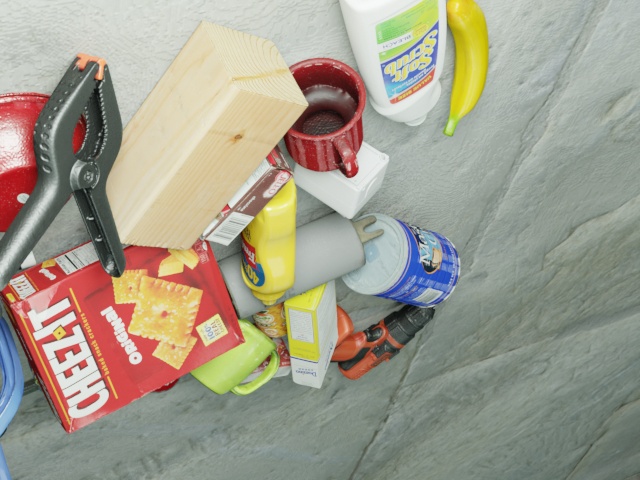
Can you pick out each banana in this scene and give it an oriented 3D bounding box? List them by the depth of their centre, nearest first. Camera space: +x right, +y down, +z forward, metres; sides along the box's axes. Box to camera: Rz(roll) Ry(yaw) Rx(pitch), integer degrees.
[{"bbox_3d":[0.153,-0.192,1.110,0.198,0.037,0.069,80,29,-54],"label":"banana"}]

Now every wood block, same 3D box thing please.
[{"bbox_3d":[-0.117,-0.092,1.001,0.090,0.090,0.206,7,135,-46],"label":"wood block"}]

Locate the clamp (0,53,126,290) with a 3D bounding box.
[{"bbox_3d":[-0.218,-0.053,0.911,0.164,0.036,0.210,-19,121,-57],"label":"clamp"}]

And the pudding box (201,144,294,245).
[{"bbox_3d":[-0.088,-0.065,1.067,0.114,0.090,0.039,-44,146,24],"label":"pudding box"}]

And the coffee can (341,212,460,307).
[{"bbox_3d":[0.102,0.027,1.369,0.103,0.103,0.140,-42,149,22],"label":"coffee can"}]

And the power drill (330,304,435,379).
[{"bbox_3d":[0.061,0.138,1.558,0.185,0.057,0.187,-42,148,23],"label":"power drill"}]

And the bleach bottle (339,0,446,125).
[{"bbox_3d":[0.084,-0.191,1.050,0.102,0.068,0.250,-28,153,0],"label":"bleach bottle"}]

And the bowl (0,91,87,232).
[{"bbox_3d":[-0.275,-0.057,0.954,0.162,0.055,0.162,-22,151,-13],"label":"bowl"}]

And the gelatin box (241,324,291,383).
[{"bbox_3d":[-0.089,0.149,1.428,0.089,0.073,0.030,-5,143,-35],"label":"gelatin box"}]

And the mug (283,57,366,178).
[{"bbox_3d":[0.007,-0.111,1.056,0.093,0.117,0.081,-29,156,-8],"label":"mug"}]

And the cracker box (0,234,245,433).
[{"bbox_3d":[-0.203,0.078,1.113,0.213,0.072,0.164,-27,118,-20],"label":"cracker box"}]

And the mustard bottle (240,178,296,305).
[{"bbox_3d":[-0.058,0.002,1.162,0.058,0.096,0.192,-17,138,-16],"label":"mustard bottle"}]

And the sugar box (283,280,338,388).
[{"bbox_3d":[-0.011,0.104,1.379,0.048,0.093,0.176,13,141,11],"label":"sugar box"}]
